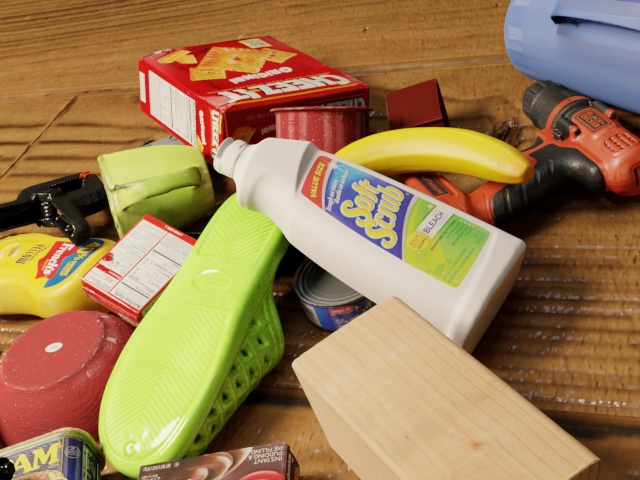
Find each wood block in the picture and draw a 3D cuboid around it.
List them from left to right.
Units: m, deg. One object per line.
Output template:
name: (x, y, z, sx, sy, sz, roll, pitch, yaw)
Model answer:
wood block: (0.079, 0.132, 0.667, 0.090, 0.091, 0.206, -32, 36, -15)

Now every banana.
banana: (0.082, -0.064, 0.877, 0.198, 0.037, 0.069, -5, 53, 27)

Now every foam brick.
foam brick: (0.094, -0.107, 1.011, 0.053, 0.051, 0.078, -15, 35, 12)

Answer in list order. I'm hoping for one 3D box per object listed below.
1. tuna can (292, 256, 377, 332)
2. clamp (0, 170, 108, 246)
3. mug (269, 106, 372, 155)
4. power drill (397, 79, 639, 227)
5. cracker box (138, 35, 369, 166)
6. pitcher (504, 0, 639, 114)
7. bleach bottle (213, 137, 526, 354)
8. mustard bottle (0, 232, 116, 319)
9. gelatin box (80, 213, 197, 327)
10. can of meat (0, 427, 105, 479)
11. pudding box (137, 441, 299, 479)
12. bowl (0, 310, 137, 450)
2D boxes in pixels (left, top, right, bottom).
tuna can: (0.023, 0.036, 0.875, 0.086, 0.033, 0.086, -15, 35, 11)
clamp: (-0.262, -0.031, 1.058, 0.165, 0.036, 0.209, 3, 18, 20)
mug: (0.003, -0.080, 0.978, 0.093, 0.081, 0.117, 0, 5, 9)
power drill: (0.165, -0.066, 0.913, 0.187, 0.057, 0.184, -26, 32, -4)
cracker box: (-0.073, -0.147, 1.097, 0.164, 0.072, 0.214, -14, 29, -27)
pitcher: (0.271, -0.178, 0.935, 0.144, 0.149, 0.243, -36, 34, -19)
bleach bottle: (0.024, -0.010, 0.821, 0.251, 0.068, 0.102, 27, 52, 17)
mustard bottle: (-0.237, 0.034, 0.996, 0.192, 0.058, 0.096, 4, 34, 31)
gelatin box: (-0.149, 0.027, 0.915, 0.073, 0.030, 0.089, 26, 60, 30)
can of meat: (-0.208, 0.195, 0.770, 0.102, 0.057, 0.084, -20, 38, 5)
pudding box: (-0.072, 0.188, 0.718, 0.113, 0.039, 0.090, -13, 36, 13)
bowl: (-0.211, 0.109, 0.886, 0.162, 0.055, 0.162, -14, 35, 10)
